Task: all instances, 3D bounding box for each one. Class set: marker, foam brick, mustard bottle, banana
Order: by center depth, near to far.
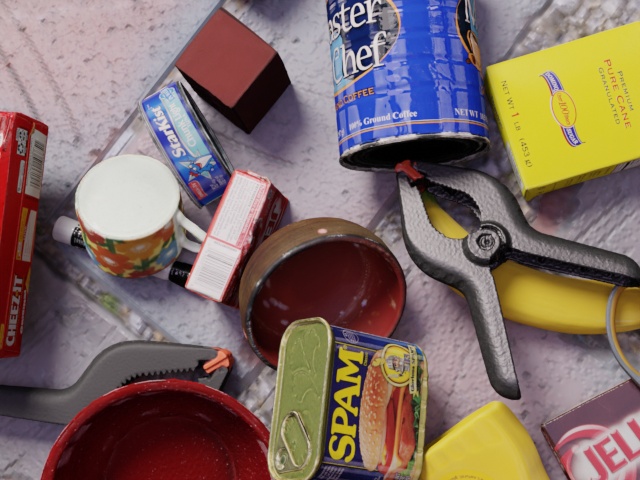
[{"bbox_3d":[0.135,0.205,0.685,0.096,0.058,0.192,-41,80,25],"label":"mustard bottle"},{"bbox_3d":[0.141,0.023,0.723,0.198,0.037,0.069,26,88,10],"label":"banana"},{"bbox_3d":[-0.059,-0.117,0.747,0.053,0.078,0.051,39,87,10],"label":"foam brick"},{"bbox_3d":[-0.136,0.011,0.770,0.121,0.020,0.020,20,86,9],"label":"marker"}]

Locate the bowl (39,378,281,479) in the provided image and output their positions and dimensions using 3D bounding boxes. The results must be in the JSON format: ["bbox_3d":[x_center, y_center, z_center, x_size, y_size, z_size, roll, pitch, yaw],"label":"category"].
[{"bbox_3d":[-0.100,0.166,0.703,0.162,0.055,0.162,0,94,-4],"label":"bowl"}]

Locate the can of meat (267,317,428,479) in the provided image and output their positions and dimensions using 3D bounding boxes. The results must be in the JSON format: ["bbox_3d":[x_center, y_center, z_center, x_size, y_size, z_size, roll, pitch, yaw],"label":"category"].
[{"bbox_3d":[0.019,0.107,0.679,0.083,0.058,0.102,15,73,-31],"label":"can of meat"}]

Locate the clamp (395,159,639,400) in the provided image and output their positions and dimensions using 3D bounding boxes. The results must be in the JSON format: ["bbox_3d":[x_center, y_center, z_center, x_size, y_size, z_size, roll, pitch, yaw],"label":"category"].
[{"bbox_3d":[0.119,0.005,0.691,0.120,0.039,0.171,-31,71,-10],"label":"clamp"}]

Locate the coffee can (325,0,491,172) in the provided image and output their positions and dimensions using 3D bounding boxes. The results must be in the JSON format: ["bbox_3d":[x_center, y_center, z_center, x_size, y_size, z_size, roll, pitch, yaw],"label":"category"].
[{"bbox_3d":[0.057,-0.125,0.720,0.103,0.102,0.140,-6,82,6],"label":"coffee can"}]

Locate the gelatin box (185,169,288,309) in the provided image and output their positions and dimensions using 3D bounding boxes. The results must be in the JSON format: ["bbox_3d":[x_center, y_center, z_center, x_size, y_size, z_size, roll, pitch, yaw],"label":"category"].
[{"bbox_3d":[-0.055,0.001,0.733,0.030,0.073,0.089,22,86,10],"label":"gelatin box"}]

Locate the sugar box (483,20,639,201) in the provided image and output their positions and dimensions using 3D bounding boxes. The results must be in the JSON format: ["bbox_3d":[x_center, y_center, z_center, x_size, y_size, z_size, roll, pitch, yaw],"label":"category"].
[{"bbox_3d":[0.209,-0.097,0.725,0.176,0.048,0.093,-18,81,6],"label":"sugar box"}]

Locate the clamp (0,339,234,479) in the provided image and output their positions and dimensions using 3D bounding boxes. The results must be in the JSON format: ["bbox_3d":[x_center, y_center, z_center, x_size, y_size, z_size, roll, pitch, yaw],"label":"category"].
[{"bbox_3d":[-0.160,0.124,0.747,0.210,0.036,0.164,-37,87,2],"label":"clamp"}]

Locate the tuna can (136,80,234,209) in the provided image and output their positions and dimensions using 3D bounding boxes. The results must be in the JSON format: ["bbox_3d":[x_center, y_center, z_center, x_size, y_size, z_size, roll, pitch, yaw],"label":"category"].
[{"bbox_3d":[-0.091,-0.067,0.740,0.034,0.086,0.086,-30,80,1],"label":"tuna can"}]
